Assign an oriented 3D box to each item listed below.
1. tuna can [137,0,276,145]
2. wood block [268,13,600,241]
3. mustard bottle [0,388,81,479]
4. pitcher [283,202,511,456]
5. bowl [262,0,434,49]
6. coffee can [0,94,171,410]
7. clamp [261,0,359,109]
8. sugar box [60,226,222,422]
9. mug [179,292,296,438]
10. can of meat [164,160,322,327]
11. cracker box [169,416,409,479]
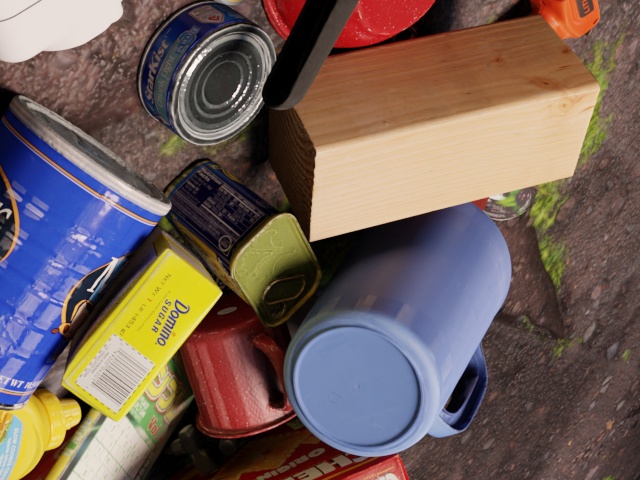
[{"bbox_3d":[-0.069,-0.103,0.664,0.086,0.034,0.086,-32,143,-29],"label":"tuna can"},{"bbox_3d":[0.075,-0.082,0.747,0.205,0.090,0.091,-14,140,-15],"label":"wood block"},{"bbox_3d":[-0.232,0.127,0.662,0.191,0.058,0.096,-9,130,-47],"label":"mustard bottle"},{"bbox_3d":[0.065,0.067,0.796,0.145,0.149,0.242,-70,170,24],"label":"pitcher"},{"bbox_3d":[0.039,-0.188,0.697,0.161,0.055,0.162,-32,142,-29],"label":"bowl"},{"bbox_3d":[-0.164,0.007,0.586,0.140,0.103,0.102,-53,148,3],"label":"coffee can"},{"bbox_3d":[0.027,-0.179,0.611,0.209,0.036,0.164,-32,135,-29],"label":"clamp"},{"bbox_3d":[-0.110,0.044,0.650,0.093,0.048,0.176,-50,-171,-2],"label":"sugar box"},{"bbox_3d":[-0.054,0.090,0.787,0.093,0.117,0.081,-25,110,-26],"label":"mug"},{"bbox_3d":[-0.055,0.001,0.737,0.057,0.084,0.102,-45,147,-12],"label":"can of meat"},{"bbox_3d":[-0.028,0.201,0.829,0.164,0.072,0.214,-22,-176,-10],"label":"cracker box"}]
